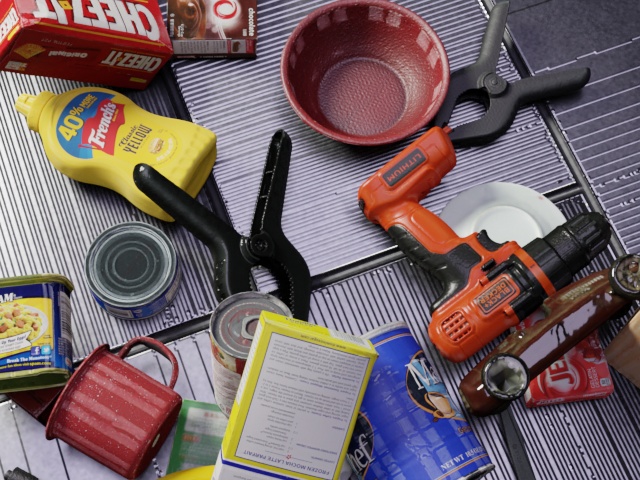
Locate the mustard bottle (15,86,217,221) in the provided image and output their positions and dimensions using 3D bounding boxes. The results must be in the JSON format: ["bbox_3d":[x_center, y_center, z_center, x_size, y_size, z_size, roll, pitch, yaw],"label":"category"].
[{"bbox_3d":[-0.200,-0.094,1.002,0.192,0.058,0.096,23,61,9],"label":"mustard bottle"}]

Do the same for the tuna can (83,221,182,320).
[{"bbox_3d":[-0.170,0.027,0.966,0.086,0.034,0.086,0,68,-1],"label":"tuna can"}]

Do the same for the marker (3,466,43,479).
[{"bbox_3d":[-0.210,0.220,0.895,0.121,0.020,0.020,22,69,8],"label":"marker"}]

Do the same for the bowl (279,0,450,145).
[{"bbox_3d":[0.042,-0.152,1.030,0.162,0.055,0.162,0,68,-1],"label":"bowl"}]

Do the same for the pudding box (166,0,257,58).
[{"bbox_3d":[-0.108,-0.238,1.072,0.090,0.039,0.113,-2,68,-2],"label":"pudding box"}]

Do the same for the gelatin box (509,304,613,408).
[{"bbox_3d":[0.211,0.099,0.943,0.073,0.030,0.089,-7,67,-2],"label":"gelatin box"}]

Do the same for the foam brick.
[{"bbox_3d":[-0.249,0.117,0.919,0.078,0.051,0.053,36,73,13],"label":"foam brick"}]

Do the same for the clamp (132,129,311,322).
[{"bbox_3d":[-0.056,0.001,0.957,0.164,0.036,0.210,-26,88,-34],"label":"clamp"}]

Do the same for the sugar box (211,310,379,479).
[{"bbox_3d":[-0.026,0.152,0.822,0.093,0.048,0.176,17,98,-9],"label":"sugar box"}]

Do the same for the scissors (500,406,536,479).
[{"bbox_3d":[0.200,0.226,0.899,0.096,0.016,0.202,2,68,-2],"label":"scissors"}]

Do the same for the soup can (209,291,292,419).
[{"bbox_3d":[-0.057,0.101,0.892,0.068,0.102,0.068,1,48,-1],"label":"soup can"}]

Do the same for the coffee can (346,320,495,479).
[{"bbox_3d":[0.063,0.152,0.881,0.102,0.103,0.140,-28,71,-11],"label":"coffee can"}]

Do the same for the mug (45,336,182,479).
[{"bbox_3d":[-0.163,0.136,0.894,0.081,0.093,0.117,29,68,6],"label":"mug"}]

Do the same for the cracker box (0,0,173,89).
[{"bbox_3d":[-0.248,-0.258,1.019,0.163,0.072,0.214,1,60,-43],"label":"cracker box"}]

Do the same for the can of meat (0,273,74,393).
[{"bbox_3d":[-0.254,0.078,0.876,0.102,0.057,0.084,-6,71,-1],"label":"can of meat"}]

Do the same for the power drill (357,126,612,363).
[{"bbox_3d":[0.136,-0.011,0.948,0.184,0.057,0.188,-37,65,0],"label":"power drill"}]

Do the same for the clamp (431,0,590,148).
[{"bbox_3d":[0.178,-0.144,1.038,0.120,0.039,0.171,34,78,17],"label":"clamp"}]
